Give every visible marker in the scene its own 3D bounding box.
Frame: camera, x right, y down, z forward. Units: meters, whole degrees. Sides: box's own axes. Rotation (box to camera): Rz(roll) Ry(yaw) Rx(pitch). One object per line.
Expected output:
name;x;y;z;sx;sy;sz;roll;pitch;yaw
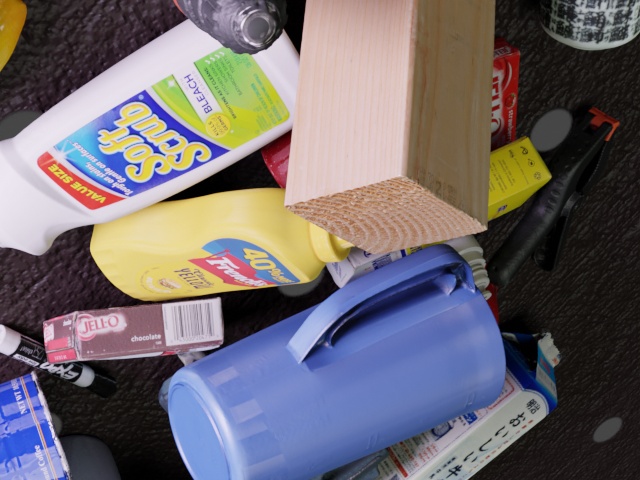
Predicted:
marker;-0.203;0.096;0.824;0.020;0.020;0.121;-45;135;9

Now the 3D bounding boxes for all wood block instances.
wood block;0.048;-0.107;0.664;0.091;0.206;0.090;-14;151;40

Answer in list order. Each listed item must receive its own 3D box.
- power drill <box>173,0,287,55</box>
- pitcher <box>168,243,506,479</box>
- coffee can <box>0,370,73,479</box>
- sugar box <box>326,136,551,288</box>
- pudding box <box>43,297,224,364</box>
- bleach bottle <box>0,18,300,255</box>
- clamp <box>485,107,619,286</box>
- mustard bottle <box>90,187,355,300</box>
power drill;-0.092;-0.191;0.547;0.057;0.185;0.187;-35;126;-1
pitcher;0.013;0.100;0.809;0.242;0.145;0.149;-20;96;-29
coffee can;-0.263;0.168;0.789;0.140;0.103;0.103;-19;133;-16
sugar box;0.089;-0.020;0.855;0.176;0.048;0.093;-27;171;-10
pudding box;-0.139;0.067;0.790;0.113;0.090;0.039;-2;84;-28
bleach bottle;-0.125;-0.060;0.703;0.251;0.068;0.102;-33;118;0
clamp;0.202;-0.032;0.930;0.120;0.039;0.172;-27;141;-52
mustard bottle;-0.055;0.001;0.734;0.192;0.058;0.096;-7;150;25
